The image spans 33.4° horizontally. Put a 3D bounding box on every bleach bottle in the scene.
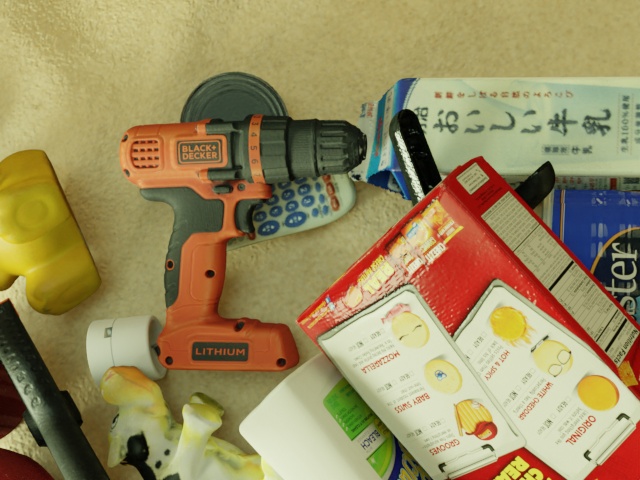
[{"bbox_3d":[0.060,0.191,0.723,0.251,0.102,0.068,46,111,8],"label":"bleach bottle"}]

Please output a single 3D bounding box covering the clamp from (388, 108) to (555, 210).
[{"bbox_3d":[0.086,-0.008,0.741,0.120,0.039,0.172,37,131,27],"label":"clamp"}]

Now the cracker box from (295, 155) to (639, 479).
[{"bbox_3d":[0.111,0.077,0.685,0.214,0.072,0.164,48,129,4],"label":"cracker box"}]

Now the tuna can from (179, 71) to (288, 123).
[{"bbox_3d":[-0.066,-0.089,0.840,0.086,0.034,0.086,0,98,-1],"label":"tuna can"}]

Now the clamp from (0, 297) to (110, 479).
[{"bbox_3d":[-0.188,0.129,0.756,0.036,0.165,0.210,-28,76,-19],"label":"clamp"}]

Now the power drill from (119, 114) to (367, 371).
[{"bbox_3d":[-0.055,0.001,0.791,0.184,0.057,0.188,-1,92,11],"label":"power drill"}]
